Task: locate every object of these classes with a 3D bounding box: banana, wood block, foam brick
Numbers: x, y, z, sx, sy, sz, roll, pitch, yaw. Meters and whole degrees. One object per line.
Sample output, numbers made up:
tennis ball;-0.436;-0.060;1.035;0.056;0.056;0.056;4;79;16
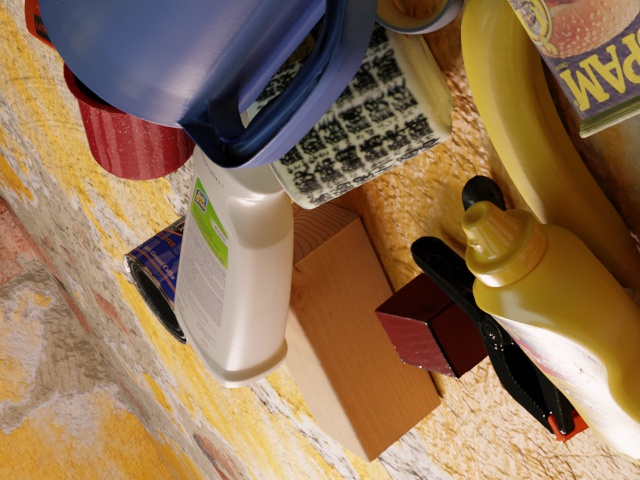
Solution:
banana;0.113;-0.059;0.541;0.070;0.037;0.197;25;146;55
wood block;0.014;0.076;0.919;0.090;0.090;0.206;25;146;56
foam brick;0.087;0.061;0.781;0.051;0.053;0.078;60;161;-16

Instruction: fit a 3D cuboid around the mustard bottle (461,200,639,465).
mustard bottle;0.134;0.046;0.559;0.191;0.058;0.096;45;171;-29

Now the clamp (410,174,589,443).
clamp;0.120;0.042;0.671;0.171;0.039;0.120;54;162;19

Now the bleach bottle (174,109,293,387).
bleach bottle;-0.055;0.001;0.755;0.103;0.068;0.251;52;151;24

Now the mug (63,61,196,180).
mug;-0.118;-0.096;0.761;0.117;0.093;0.081;7;143;4

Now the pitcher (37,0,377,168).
pitcher;-0.023;-0.152;0.480;0.149;0.145;0.243;34;144;-15

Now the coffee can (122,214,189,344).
coffee can;-0.100;0.017;1.011;0.103;0.140;0.103;46;159;23
